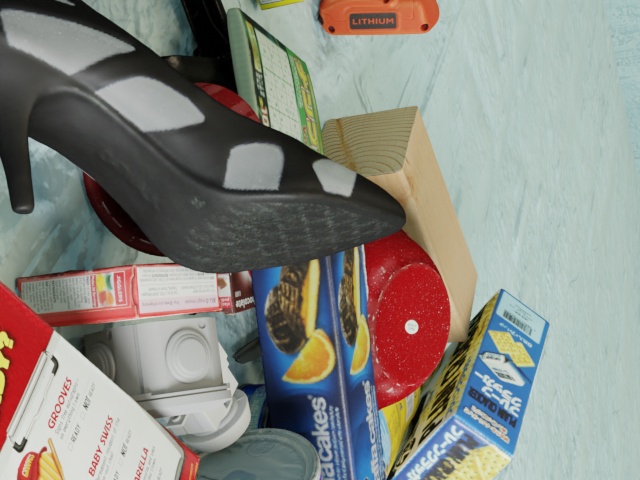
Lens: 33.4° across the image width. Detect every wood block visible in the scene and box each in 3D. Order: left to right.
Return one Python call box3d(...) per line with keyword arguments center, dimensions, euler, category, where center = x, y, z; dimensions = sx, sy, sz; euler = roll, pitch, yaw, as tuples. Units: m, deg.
box3d(center=(0.069, -0.007, 0.962), dimensions=(0.090, 0.090, 0.206), euler=(-71, 146, -43), category="wood block")

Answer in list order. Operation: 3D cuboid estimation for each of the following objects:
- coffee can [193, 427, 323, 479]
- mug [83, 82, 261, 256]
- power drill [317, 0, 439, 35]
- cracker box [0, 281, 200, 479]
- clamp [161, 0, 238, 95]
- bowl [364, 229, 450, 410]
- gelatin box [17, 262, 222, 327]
box3d(center=(-0.033, 0.204, 0.666), dimensions=(0.102, 0.103, 0.140), euler=(-55, 134, -56), category="coffee can")
box3d(center=(-0.070, -0.041, 0.632), dimensions=(0.093, 0.117, 0.081), euler=(-61, 176, 25), category="mug")
box3d(center=(0.055, -0.268, 0.895), dimensions=(0.057, 0.185, 0.187), euler=(-64, 151, -49), category="power drill")
box3d(center=(-0.145, 0.128, 0.469), dimensions=(0.213, 0.072, 0.164), euler=(54, 37, -47), category="cracker box")
box3d(center=(-0.072, -0.116, 0.727), dimensions=(0.171, 0.039, 0.120), euler=(55, 38, -48), category="clamp")
box3d(center=(0.049, 0.060, 0.804), dimensions=(0.161, 0.055, 0.162), euler=(-5, 98, -45), category="bowl")
box3d(center=(-0.106, 0.028, 0.575), dimensions=(0.089, 0.073, 0.030), euler=(-1, 85, -66), category="gelatin box")
